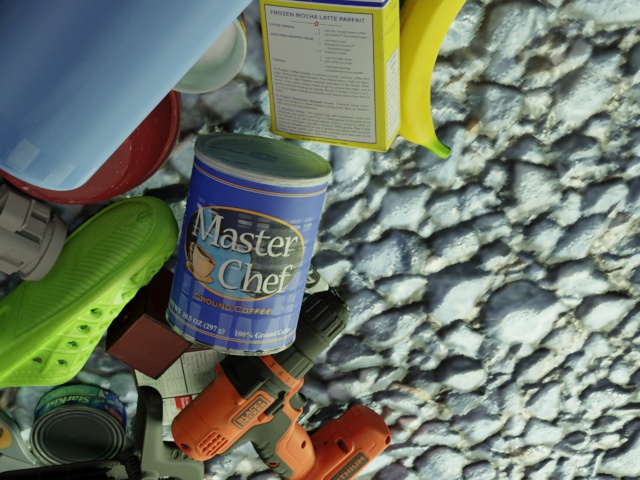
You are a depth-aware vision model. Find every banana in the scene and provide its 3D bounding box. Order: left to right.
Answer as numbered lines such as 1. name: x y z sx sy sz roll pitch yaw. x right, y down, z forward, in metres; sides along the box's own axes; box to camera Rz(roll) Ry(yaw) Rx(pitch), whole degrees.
1. banana: 0.083 -0.148 0.774 0.069 0.037 0.198 -5 129 -25

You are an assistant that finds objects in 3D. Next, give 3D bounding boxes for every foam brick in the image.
1. foam brick: -0.139 0.063 0.874 0.051 0.078 0.053 35 113 -26

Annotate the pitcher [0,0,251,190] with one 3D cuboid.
1. pitcher: -0.125 -0.156 0.651 0.145 0.149 0.243 39 109 -13

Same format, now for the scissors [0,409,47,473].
1. scissors: -0.262 0.202 0.998 0.201 0.016 0.096 13 123 -15

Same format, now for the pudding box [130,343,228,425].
1. pudding box: -0.107 0.116 0.940 0.113 0.039 0.090 -8 127 -4

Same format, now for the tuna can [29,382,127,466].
1. tuna can: -0.219 0.170 0.969 0.086 0.034 0.086 -3 126 -4

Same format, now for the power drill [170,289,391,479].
1. power drill: -0.015 0.144 0.931 0.184 0.057 0.187 -41 132 3

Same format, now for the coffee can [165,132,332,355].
1. coffee can: -0.055 0.001 0.803 0.102 0.103 0.140 8 110 -12

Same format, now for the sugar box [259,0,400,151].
1. sugar box: 0.007 -0.152 0.739 0.093 0.048 0.176 10 126 17

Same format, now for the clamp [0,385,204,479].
1. clamp: -0.176 0.207 0.954 0.164 0.036 0.210 -27 146 4

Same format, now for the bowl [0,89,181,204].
1. bowl: -0.183 -0.082 0.779 0.162 0.055 0.162 -3 126 -4
